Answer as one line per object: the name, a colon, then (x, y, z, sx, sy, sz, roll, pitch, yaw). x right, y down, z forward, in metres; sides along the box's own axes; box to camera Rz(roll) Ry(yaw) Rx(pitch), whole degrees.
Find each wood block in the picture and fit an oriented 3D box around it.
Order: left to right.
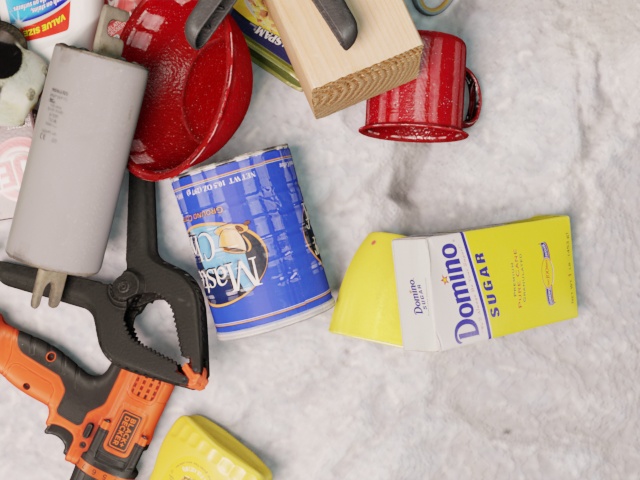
wood block: (-0.004, -0.211, 0.823, 0.091, 0.090, 0.206, -23, 82, -1)

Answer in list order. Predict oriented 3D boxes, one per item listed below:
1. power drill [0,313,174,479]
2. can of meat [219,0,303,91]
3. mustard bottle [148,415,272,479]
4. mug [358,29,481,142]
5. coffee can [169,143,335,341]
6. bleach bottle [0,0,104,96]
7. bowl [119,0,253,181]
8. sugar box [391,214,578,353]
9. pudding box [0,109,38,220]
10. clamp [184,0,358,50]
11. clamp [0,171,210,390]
power drill: (-0.236, 0.153, 0.900, 0.187, 0.057, 0.184, 26, 86, -8)
can of meat: (-0.034, -0.189, 0.901, 0.102, 0.057, 0.084, 33, 88, -5)
mustard bottle: (-0.129, 0.250, 0.905, 0.096, 0.058, 0.191, 34, 94, 19)
mug: (0.090, -0.128, 0.903, 0.117, 0.093, 0.081, 5, 87, -30)
coffee can: (-0.056, 0.001, 0.884, 0.102, 0.103, 0.140, -17, 93, -4)
bleach bottle: (-0.210, -0.214, 0.846, 0.102, 0.068, 0.251, 1, 117, 9)
bowl: (-0.104, -0.124, 0.851, 0.055, 0.162, 0.162, 8, 92, -45)
sugar box: (0.141, 0.033, 0.888, 0.175, 0.048, 0.093, -10, 94, -40)
pudding box: (-0.286, -0.059, 0.894, 0.113, 0.039, 0.090, -10, 94, -4)
clamp: (-0.042, -0.209, 0.759, 0.120, 0.039, 0.171, -6, 76, -4)
clamp: (-0.166, 0.045, 0.878, 0.164, 0.036, 0.210, -34, 69, 1)
